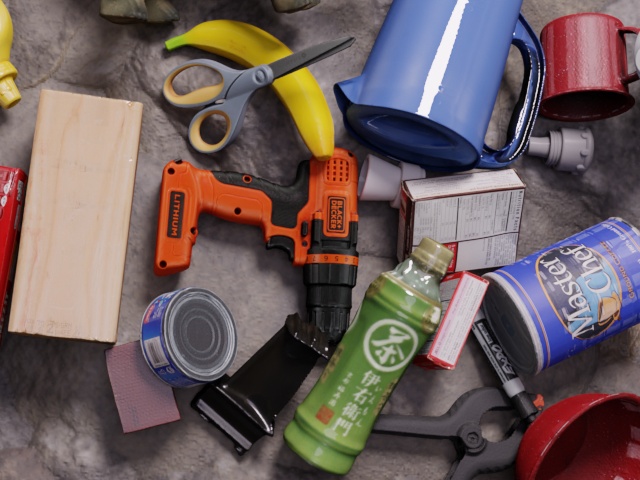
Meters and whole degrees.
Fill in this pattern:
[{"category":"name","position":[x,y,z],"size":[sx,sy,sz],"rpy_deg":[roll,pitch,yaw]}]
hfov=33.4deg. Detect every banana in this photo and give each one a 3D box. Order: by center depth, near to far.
[{"category":"banana","position":[-0.050,-0.151,0.989],"size":[0.198,0.037,0.069],"rpy_deg":[37,91,17]}]

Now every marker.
[{"category":"marker","position":[0.168,0.116,0.997],"size":[0.020,0.020,0.121],"rpy_deg":[-23,69,-12]}]

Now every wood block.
[{"category":"wood block","position":[-0.211,-0.016,0.934],"size":[0.090,0.091,0.206],"rpy_deg":[7,81,-9]}]

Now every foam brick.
[{"category":"foam brick","position":[-0.158,0.128,0.945],"size":[0.053,0.051,0.078],"rpy_deg":[-13,85,-10]}]

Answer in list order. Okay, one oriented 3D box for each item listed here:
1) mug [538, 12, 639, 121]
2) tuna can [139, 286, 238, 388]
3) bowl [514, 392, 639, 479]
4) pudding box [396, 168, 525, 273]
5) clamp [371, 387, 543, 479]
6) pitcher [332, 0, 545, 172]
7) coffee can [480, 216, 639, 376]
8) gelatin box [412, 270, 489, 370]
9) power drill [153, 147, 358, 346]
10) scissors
[{"category":"mug","position":[0.262,-0.169,1.023],"size":[0.093,0.117,0.081],"rpy_deg":[12,74,-41]},{"category":"tuna can","position":[-0.113,0.084,0.927],"size":[0.086,0.034,0.086],"rpy_deg":[19,63,-42]},{"category":"bowl","position":[0.231,0.199,0.975],"size":[0.161,0.055,0.162],"rpy_deg":[-15,120,-28]},{"category":"pudding box","position":[0.130,-0.016,0.993],"size":[0.113,0.039,0.090],"rpy_deg":[-8,124,-12]},{"category":"clamp","position":[0.135,0.197,0.989],"size":[0.171,0.039,0.120],"rpy_deg":[-17,84,-11]},{"category":"pitcher","position":[0.129,-0.190,0.998],"size":[0.145,0.149,0.243],"rpy_deg":[11,74,35]},{"category":"coffee can","position":[0.232,0.052,0.992],"size":[0.140,0.103,0.103],"rpy_deg":[-23,87,-12]},{"category":"gelatin box","position":[0.117,0.076,0.984],"size":[0.030,0.073,0.089],"rpy_deg":[25,79,-7]},{"category":"power drill","position":[-0.056,0.001,0.976],"size":[0.187,0.057,0.184],"rpy_deg":[4,81,-11]},{"category":"scissors","position":[-0.055,-0.127,0.955],"size":[0.202,0.016,0.096],"rpy_deg":[1,106,28]}]
